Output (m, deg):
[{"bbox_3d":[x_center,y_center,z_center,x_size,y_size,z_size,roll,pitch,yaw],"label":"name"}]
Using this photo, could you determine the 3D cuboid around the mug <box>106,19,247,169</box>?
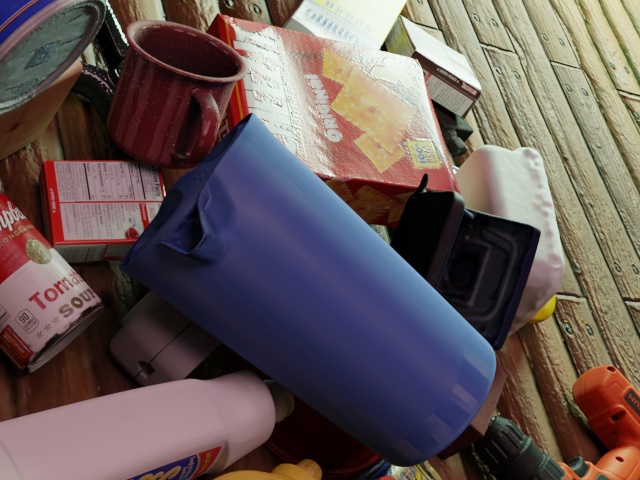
[{"bbox_3d":[-0.105,-0.100,0.787,0.093,0.082,0.117,0,36,-37],"label":"mug"}]

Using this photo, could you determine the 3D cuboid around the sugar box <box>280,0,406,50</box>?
[{"bbox_3d":[0.025,-0.228,1.090,0.093,0.048,0.176,37,41,-10],"label":"sugar box"}]

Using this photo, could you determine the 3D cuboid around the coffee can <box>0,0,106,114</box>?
[{"bbox_3d":[-0.217,-0.162,0.654,0.140,0.103,0.102,46,41,1],"label":"coffee can"}]

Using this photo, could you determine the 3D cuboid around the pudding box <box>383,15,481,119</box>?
[{"bbox_3d":[0.115,-0.182,1.112,0.090,0.039,0.113,28,22,-18],"label":"pudding box"}]

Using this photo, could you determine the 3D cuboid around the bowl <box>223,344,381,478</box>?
[{"bbox_3d":[0.009,0.096,0.813,0.162,0.055,0.162,22,47,-26],"label":"bowl"}]

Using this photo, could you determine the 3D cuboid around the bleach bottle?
[{"bbox_3d":[-0.109,0.125,0.655,0.250,0.103,0.068,-14,59,-46],"label":"bleach bottle"}]

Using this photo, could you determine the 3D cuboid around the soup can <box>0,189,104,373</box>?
[{"bbox_3d":[-0.197,0.027,0.687,0.102,0.069,0.068,48,41,1],"label":"soup can"}]

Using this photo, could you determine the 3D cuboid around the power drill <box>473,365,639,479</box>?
[{"bbox_3d":[0.224,0.188,0.918,0.184,0.057,0.187,50,44,-1],"label":"power drill"}]

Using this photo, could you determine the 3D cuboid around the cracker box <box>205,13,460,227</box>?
[{"bbox_3d":[0.003,-0.102,0.940,0.213,0.072,0.164,8,53,-28],"label":"cracker box"}]

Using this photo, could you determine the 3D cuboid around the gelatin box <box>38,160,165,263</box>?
[{"bbox_3d":[-0.156,-0.021,0.776,0.089,0.030,0.073,-1,58,-23],"label":"gelatin box"}]

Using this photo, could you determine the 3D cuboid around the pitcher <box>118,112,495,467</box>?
[{"bbox_3d":[-0.002,0.036,0.722,0.242,0.145,0.149,41,55,-12],"label":"pitcher"}]

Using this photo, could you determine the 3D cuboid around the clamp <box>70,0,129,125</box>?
[{"bbox_3d":[-0.170,-0.126,0.853,0.171,0.039,0.120,47,56,-4],"label":"clamp"}]
